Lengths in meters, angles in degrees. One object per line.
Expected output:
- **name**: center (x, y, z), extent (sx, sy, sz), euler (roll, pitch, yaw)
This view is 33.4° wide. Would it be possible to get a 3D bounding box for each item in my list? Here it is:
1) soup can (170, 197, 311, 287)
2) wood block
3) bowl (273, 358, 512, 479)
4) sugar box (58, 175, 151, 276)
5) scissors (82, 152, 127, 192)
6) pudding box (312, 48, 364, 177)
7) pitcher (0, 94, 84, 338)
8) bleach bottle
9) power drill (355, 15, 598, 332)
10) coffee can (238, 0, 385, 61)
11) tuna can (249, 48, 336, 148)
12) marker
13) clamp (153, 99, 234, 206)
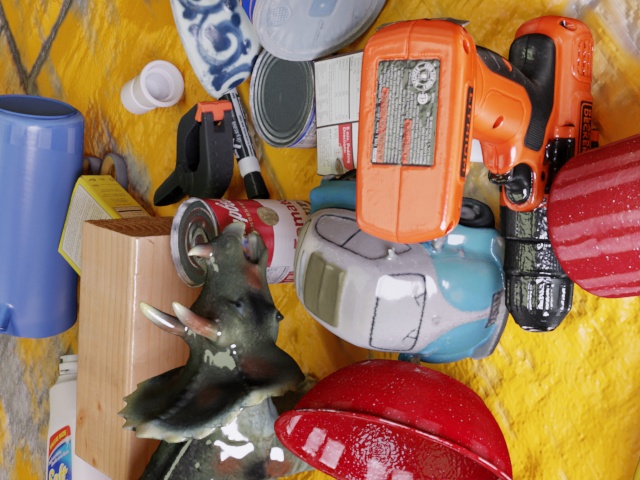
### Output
- **soup can**: center (-0.055, 0.001, 0.828), extent (0.069, 0.102, 0.068), euler (2, 92, 53)
- **wood block**: center (-0.145, 0.088, 0.902), extent (0.090, 0.090, 0.206), euler (15, 104, 49)
- **bowl**: center (0.054, 0.120, 0.677), extent (0.162, 0.162, 0.055), euler (-18, 46, 51)
- **sugar box**: center (-0.188, 0.018, 1.038), extent (0.176, 0.048, 0.093), euler (40, 122, 34)
- **scissors**: center (-0.216, -0.003, 1.109), extent (0.096, 0.016, 0.202), euler (-36, 63, 47)
- **pudding box**: center (0.042, -0.090, 0.751), extent (0.114, 0.039, 0.090), euler (0, 91, 51)
- **pitcher**: center (-0.316, -0.030, 1.144), extent (0.149, 0.144, 0.243), euler (27, 115, 40)
- **bleach bottle**: center (-0.258, 0.249, 1.135), extent (0.103, 0.067, 0.251), euler (-20, 73, 51)
- **power drill**: center (0.091, -0.037, 0.570), extent (0.057, 0.187, 0.184), euler (3, 92, 35)
- **coffee can**: center (-0.025, -0.217, 0.783), extent (0.103, 0.102, 0.140), euler (-55, 50, 38)
- **tuna can**: center (-0.018, -0.114, 0.833), extent (0.086, 0.033, 0.086), euler (2, 93, 53)
- **marker**: center (-0.067, -0.083, 0.910), extent (0.020, 0.020, 0.121), euler (-41, 60, 45)
- **clamp**: center (-0.112, -0.058, 0.943), extent (0.120, 0.039, 0.172), euler (44, 133, 38)
